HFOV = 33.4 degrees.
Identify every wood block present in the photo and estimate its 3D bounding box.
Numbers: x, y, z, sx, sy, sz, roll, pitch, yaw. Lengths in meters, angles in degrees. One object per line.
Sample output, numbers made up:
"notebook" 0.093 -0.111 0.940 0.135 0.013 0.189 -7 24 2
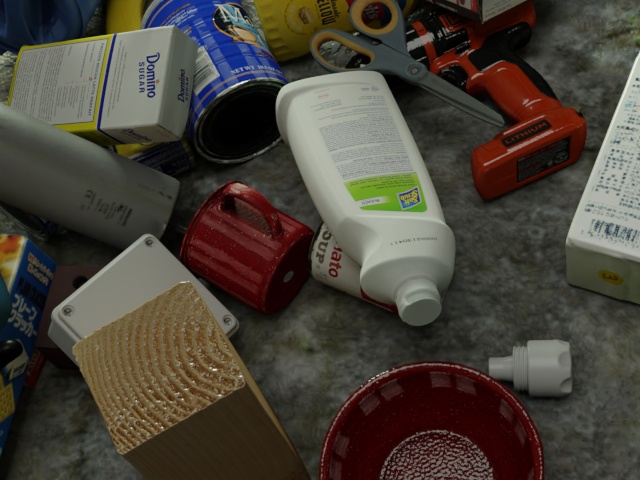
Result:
"wood block" -0.084 0.127 0.756 0.091 0.206 0.090 -30 59 -5

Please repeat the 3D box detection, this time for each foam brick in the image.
"foam brick" -0.201 0.066 0.907 0.053 0.051 0.078 1 61 13

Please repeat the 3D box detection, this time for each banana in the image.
"banana" -0.184 -0.226 1.075 0.070 0.037 0.198 -4 60 13

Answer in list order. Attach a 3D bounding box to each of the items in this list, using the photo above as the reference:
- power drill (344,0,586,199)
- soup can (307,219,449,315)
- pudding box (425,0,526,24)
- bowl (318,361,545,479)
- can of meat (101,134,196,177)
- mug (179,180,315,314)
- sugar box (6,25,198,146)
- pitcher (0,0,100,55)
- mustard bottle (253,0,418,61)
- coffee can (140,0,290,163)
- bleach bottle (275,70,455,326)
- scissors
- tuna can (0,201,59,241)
"power drill" 0.131 -0.128 0.935 0.184 0.057 0.188 -24 59 -1
"soup can" 0.049 0.019 0.866 0.102 0.068 0.068 22 68 23
"pudding box" 0.152 -0.240 0.950 0.113 0.039 0.090 -32 42 -23
"bowl" 0.082 0.172 0.779 0.162 0.055 0.162 -6 60 10
"can of meat" -0.171 -0.095 0.988 0.084 0.057 0.102 -26 58 -4
"mug" -0.056 0.001 0.876 0.082 0.117 0.093 29 51 20
"sugar box" -0.195 -0.131 0.938 0.176 0.048 0.093 1 74 27
"pitcher" -0.262 -0.300 1.075 0.149 0.145 0.242 3 48 19
"mustard bottle" 0.034 -0.238 0.996 0.191 0.096 0.058 -16 39 3
"coffee can" -0.094 -0.155 0.976 0.103 0.103 0.140 -28 59 -3
"bleach bottle" 0.037 -0.033 0.828 0.102 0.068 0.251 -11 45 -5
"scissors" 0.084 -0.162 0.924 0.202 0.016 0.096 19 74 27
"tuna can" -0.270 -0.040 0.963 0.086 0.086 0.033 28 69 25
